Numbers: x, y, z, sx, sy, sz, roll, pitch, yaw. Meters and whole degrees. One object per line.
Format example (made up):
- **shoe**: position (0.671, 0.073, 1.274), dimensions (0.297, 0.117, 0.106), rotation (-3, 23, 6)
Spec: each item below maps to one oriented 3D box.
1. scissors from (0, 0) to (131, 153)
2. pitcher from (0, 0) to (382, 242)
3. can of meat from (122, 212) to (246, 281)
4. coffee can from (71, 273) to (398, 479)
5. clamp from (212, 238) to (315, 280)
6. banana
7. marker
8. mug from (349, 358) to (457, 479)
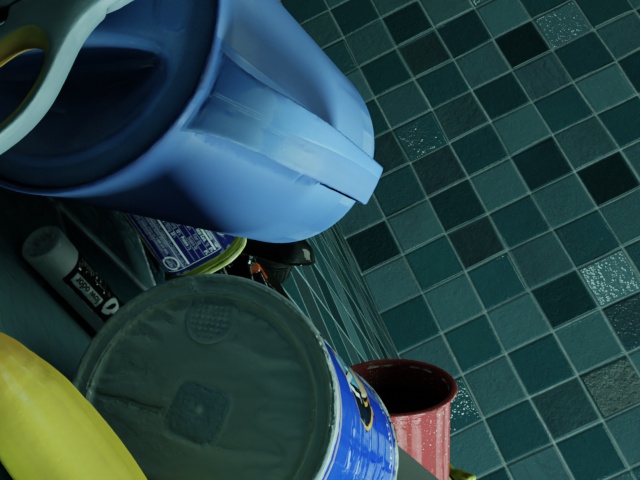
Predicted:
- **scissors**: position (-0.084, -0.103, 0.378), dimensions (0.096, 0.201, 0.016), rotation (41, -12, 19)
- **pitcher**: position (-0.050, -0.062, 0.502), dimensions (0.242, 0.145, 0.149), rotation (21, 49, -68)
- **can of meat**: position (-0.095, -0.034, 0.666), dimensions (0.084, 0.057, 0.102), rotation (58, 6, -30)
- **coffee can**: position (-0.029, 0.082, 0.444), dimensions (0.103, 0.103, 0.140), rotation (66, 4, 22)
- **clamp**: position (-0.055, 0.001, 0.733), dimensions (0.039, 0.120, 0.171), rotation (2, 46, -37)
- **banana**: position (-0.057, 0.117, 0.331), dimensions (0.198, 0.037, 0.069), rotation (65, 4, 12)
- **marker**: position (-0.095, 0.036, 0.484), dimensions (0.121, 0.020, 0.020), rotation (60, 6, -47)
- **mug**: position (0.057, 0.140, 0.801), dimensions (0.117, 0.093, 0.081), rotation (-57, 147, -67)
